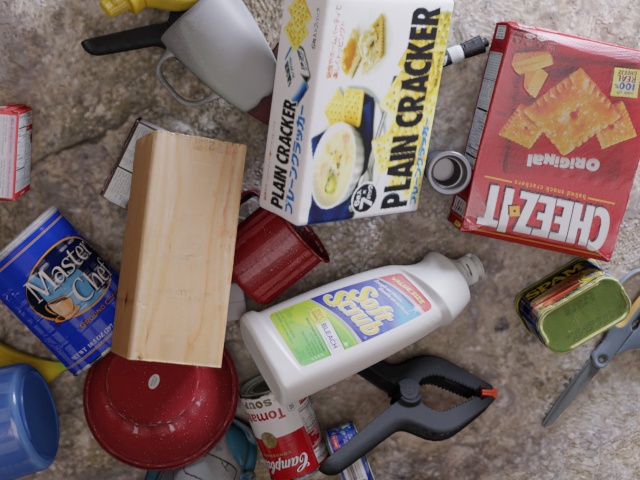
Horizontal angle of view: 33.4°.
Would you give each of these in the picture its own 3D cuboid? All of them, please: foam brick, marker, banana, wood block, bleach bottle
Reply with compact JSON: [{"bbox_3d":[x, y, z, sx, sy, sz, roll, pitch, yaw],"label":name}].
[{"bbox_3d":[-0.039,-0.152,1.062,0.053,0.051,0.078,31,97,-8],"label":"foam brick"},{"bbox_3d":[0.114,-0.179,1.083,0.121,0.020,0.020,-22,102,1],"label":"marker"},{"bbox_3d":[-0.347,0.096,1.100,0.197,0.037,0.069,36,75,-11],"label":"banana"},{"bbox_3d":[-0.134,0.009,1.001,0.090,0.091,0.206,8,87,-21],"label":"wood block"},{"bbox_3d":[0.050,0.071,1.088,0.250,0.068,0.103,-25,66,-15],"label":"bleach bottle"}]

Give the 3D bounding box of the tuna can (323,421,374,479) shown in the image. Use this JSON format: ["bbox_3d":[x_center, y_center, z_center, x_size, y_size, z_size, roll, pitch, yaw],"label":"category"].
[{"bbox_3d":[0.033,0.235,1.124,0.033,0.086,0.086,-20,102,-2],"label":"tuna can"}]

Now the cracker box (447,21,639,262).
[{"bbox_3d":[0.237,-0.099,1.080,0.164,0.072,0.214,12,101,-5],"label":"cracker box"}]

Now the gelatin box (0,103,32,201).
[{"bbox_3d":[-0.305,-0.088,1.046,0.030,0.073,0.089,4,101,-5],"label":"gelatin box"}]

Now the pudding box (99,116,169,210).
[{"bbox_3d":[-0.153,-0.060,1.079,0.113,0.039,0.090,26,95,-11],"label":"pudding box"}]

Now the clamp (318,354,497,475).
[{"bbox_3d":[0.083,0.172,1.106,0.209,0.036,0.164,9,57,-12],"label":"clamp"}]

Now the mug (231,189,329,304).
[{"bbox_3d":[-0.057,0.001,1.079,0.081,0.093,0.117,-39,70,9],"label":"mug"}]

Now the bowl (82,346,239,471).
[{"bbox_3d":[-0.164,0.146,1.070,0.162,0.055,0.162,-1,69,2],"label":"bowl"}]

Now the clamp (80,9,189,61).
[{"bbox_3d":[-0.142,-0.228,1.049,0.171,0.039,0.120,10,100,-8],"label":"clamp"}]

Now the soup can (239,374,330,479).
[{"bbox_3d":[-0.038,0.193,1.120,0.068,0.068,0.102,-20,102,0],"label":"soup can"}]

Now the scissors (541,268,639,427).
[{"bbox_3d":[0.324,0.128,1.157,0.096,0.016,0.202,22,99,-7],"label":"scissors"}]

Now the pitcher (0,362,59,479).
[{"bbox_3d":[-0.387,0.207,1.063,0.243,0.149,0.145,-15,91,4],"label":"pitcher"}]

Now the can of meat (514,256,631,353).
[{"bbox_3d":[0.261,0.068,1.107,0.102,0.084,0.057,-31,101,3],"label":"can of meat"}]

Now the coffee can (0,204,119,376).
[{"bbox_3d":[-0.256,0.049,1.061,0.103,0.103,0.140,-41,101,4],"label":"coffee can"}]
